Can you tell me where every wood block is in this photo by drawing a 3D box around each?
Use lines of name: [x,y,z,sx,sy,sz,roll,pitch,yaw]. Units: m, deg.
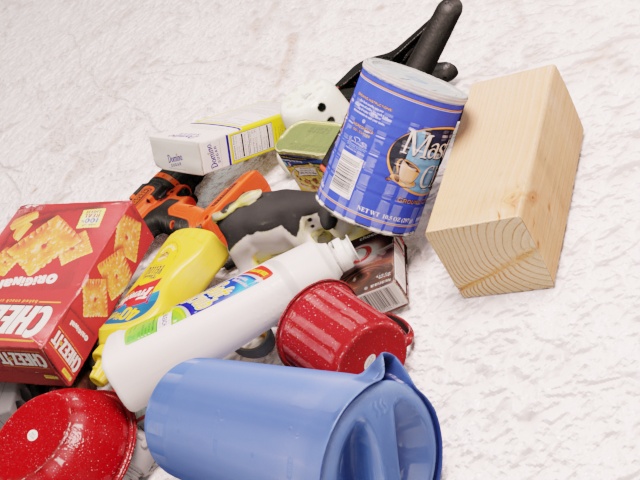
wood block: [0.175,-0.057,0.982,0.091,0.090,0.206,-9,42,31]

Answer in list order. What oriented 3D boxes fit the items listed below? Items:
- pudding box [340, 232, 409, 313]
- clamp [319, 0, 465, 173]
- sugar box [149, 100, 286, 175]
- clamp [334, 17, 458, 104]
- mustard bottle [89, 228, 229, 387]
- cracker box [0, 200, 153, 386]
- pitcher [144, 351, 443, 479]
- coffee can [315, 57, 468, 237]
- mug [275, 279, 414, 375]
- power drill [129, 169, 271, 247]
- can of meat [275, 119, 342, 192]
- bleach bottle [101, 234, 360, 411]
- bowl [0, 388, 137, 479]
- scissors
pudding box: [0.028,0.041,1.026,0.114,0.039,0.090,-20,35,17]
clamp: [0.085,-0.138,1.080,0.210,0.164,0.036,-36,49,-12]
sugar box: [-0.104,-0.123,1.265,0.094,0.048,0.175,12,29,44]
clamp: [0.088,-0.209,1.283,0.172,0.039,0.120,-16,37,25]
mustard bottle: [-0.176,0.073,1.110,0.096,0.058,0.191,-7,41,49]
cracker box: [-0.301,0.051,1.158,0.164,0.072,0.213,-1,44,27]
pitcher: [-0.035,0.171,0.857,0.243,0.145,0.149,3,34,46]
coffee can: [0.066,-0.088,1.004,0.103,0.102,0.140,48,123,55]
mug: [0.031,0.089,0.937,0.117,0.093,0.082,-10,26,-34]
power drill: [-0.145,-0.047,1.263,0.188,0.057,0.184,4,47,44]
can of meat: [0.009,-0.081,1.152,0.102,0.084,0.057,11,54,46]
bleach bottle: [-0.079,0.066,0.997,0.251,0.068,0.102,-29,13,2]
bowl: [-0.248,0.193,0.976,0.162,0.055,0.162,-22,41,20]
scissors: [-0.084,0.059,1.118,0.096,0.016,0.202,-37,34,-7]
